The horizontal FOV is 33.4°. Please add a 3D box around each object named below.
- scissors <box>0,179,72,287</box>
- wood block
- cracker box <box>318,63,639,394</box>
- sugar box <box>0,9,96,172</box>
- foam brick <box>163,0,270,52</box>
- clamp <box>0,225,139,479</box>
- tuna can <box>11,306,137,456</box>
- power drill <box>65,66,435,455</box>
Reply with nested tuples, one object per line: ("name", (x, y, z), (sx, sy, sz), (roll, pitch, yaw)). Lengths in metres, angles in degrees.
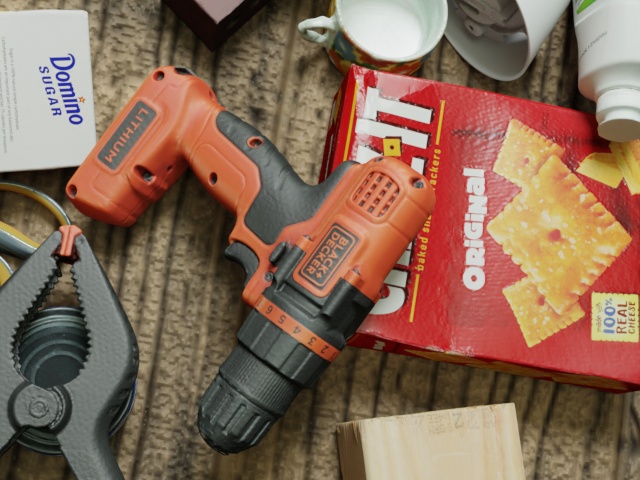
("scissors", (-0.249, -0.014, 0.633), (0.201, 0.016, 0.096), (16, 79, -3))
("wood block", (0.070, 0.201, 0.601), (0.090, 0.091, 0.206), (-5, 80, -9))
("cracker box", (0.104, -0.005, 0.657), (0.213, 0.072, 0.164), (11, 77, -6))
("sugar box", (-0.218, -0.082, 0.600), (0.175, 0.048, 0.093), (-7, 101, -31))
("foam brick", (-0.057, -0.169, 0.674), (0.051, 0.053, 0.078), (45, 77, 2))
("clamp", (-0.142, 0.099, 0.579), (0.164, 0.036, 0.210), (15, 77, -5))
("tuna can", (-0.150, 0.082, 0.619), (0.086, 0.034, 0.086), (2, 79, -9))
("power drill", (-0.054, 0.001, 0.602), (0.188, 0.057, 0.184), (35, 86, 23))
